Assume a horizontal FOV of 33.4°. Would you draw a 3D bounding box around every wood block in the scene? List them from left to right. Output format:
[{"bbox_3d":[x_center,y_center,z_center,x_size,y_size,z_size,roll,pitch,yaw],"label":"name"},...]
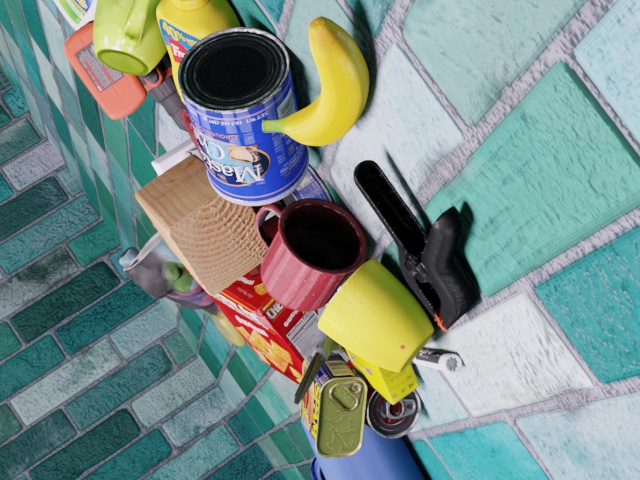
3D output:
[{"bbox_3d":[-0.134,-0.023,1.201,0.091,0.090,0.206,59,171,-22],"label":"wood block"}]

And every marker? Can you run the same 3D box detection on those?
[{"bbox_3d":[0.112,0.121,1.090,0.020,0.020,0.121,58,165,-8],"label":"marker"}]

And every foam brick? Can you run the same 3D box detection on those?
[{"bbox_3d":[-0.058,0.002,1.268,0.051,0.078,0.053,57,164,-2],"label":"foam brick"}]

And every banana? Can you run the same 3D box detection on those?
[{"bbox_3d":[0.004,-0.116,0.850,0.198,0.069,0.037,128,145,-66],"label":"banana"}]

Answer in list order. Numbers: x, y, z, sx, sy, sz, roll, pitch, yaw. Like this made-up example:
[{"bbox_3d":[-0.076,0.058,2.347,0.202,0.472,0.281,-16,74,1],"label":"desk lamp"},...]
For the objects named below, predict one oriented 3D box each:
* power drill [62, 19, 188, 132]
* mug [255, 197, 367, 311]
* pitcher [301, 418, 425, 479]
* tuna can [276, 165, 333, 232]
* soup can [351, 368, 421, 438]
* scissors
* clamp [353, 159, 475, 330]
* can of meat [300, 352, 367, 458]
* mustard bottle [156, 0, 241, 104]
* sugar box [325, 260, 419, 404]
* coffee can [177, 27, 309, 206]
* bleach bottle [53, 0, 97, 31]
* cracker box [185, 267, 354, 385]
[{"bbox_3d":[-0.210,-0.192,1.235,0.184,0.057,0.187,54,-165,-7],"label":"power drill"},{"bbox_3d":[-0.020,0.011,1.070,0.117,0.093,0.082,40,138,8],"label":"mug"},{"bbox_3d":[0.060,0.314,1.445,0.243,0.149,0.145,65,178,-18],"label":"pitcher"},{"bbox_3d":[-0.020,-0.045,1.129,0.086,0.033,0.086,51,165,19],"label":"tuna can"},{"bbox_3d":[0.069,0.192,1.284,0.068,0.068,0.102,60,166,-14],"label":"soup can"},{"bbox_3d":[-0.001,0.106,1.205,0.201,0.016,0.096,-30,-72,-66],"label":"scissors"},{"bbox_3d":[0.083,0.006,0.898,0.120,0.039,0.171,46,162,40],"label":"clamp"},{"bbox_3d":[0.013,0.190,1.256,0.084,0.057,0.102,-131,42,-65],"label":"can of meat"},{"bbox_3d":[-0.116,-0.197,1.058,0.096,0.058,0.191,33,156,24],"label":"mustard bottle"},{"bbox_3d":[0.046,0.090,1.184,0.093,0.048,0.176,33,154,57],"label":"sugar box"},{"bbox_3d":[-0.070,-0.114,1.004,0.103,0.102,0.140,48,163,31],"label":"coffee can"},{"bbox_3d":[-0.284,-0.331,1.313,0.102,0.068,0.251,58,163,-6],"label":"bleach bottle"},{"bbox_3d":[-0.062,0.103,1.393,0.164,0.072,0.213,25,158,44],"label":"cracker box"}]
